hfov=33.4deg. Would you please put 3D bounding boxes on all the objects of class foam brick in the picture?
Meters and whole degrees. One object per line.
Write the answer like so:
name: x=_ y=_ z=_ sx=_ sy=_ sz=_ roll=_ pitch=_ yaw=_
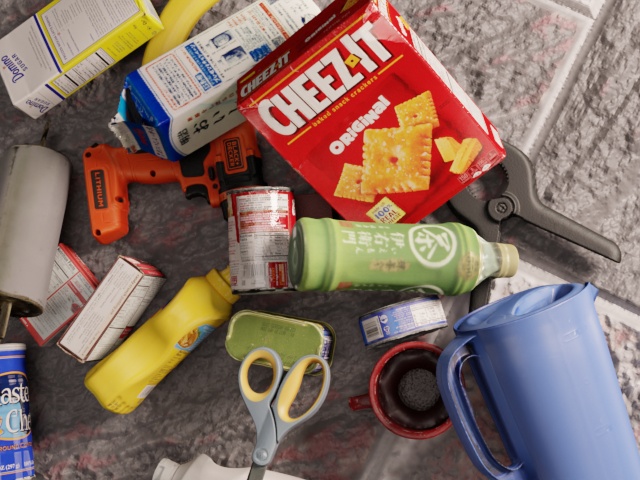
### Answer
foam brick: x=-0.008 y=-0.007 z=1.101 sx=0.053 sy=0.051 sz=0.078 roll=-5 pitch=83 yaw=8

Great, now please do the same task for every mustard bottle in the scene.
mustard bottle: x=-0.149 y=0.093 z=1.087 sx=0.191 sy=0.096 sz=0.058 roll=-43 pitch=79 yaw=2

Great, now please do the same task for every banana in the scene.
banana: x=-0.148 y=-0.220 z=1.149 sx=0.070 sy=0.037 sz=0.198 roll=34 pitch=90 yaw=12

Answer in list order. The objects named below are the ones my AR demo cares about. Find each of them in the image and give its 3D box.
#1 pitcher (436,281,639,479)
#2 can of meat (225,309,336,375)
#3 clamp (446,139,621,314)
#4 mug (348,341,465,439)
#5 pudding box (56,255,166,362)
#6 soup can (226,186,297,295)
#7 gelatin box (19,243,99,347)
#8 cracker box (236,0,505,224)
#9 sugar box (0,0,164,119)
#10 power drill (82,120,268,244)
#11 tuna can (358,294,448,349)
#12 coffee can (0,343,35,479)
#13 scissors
pitcher: x=0.216 y=0.170 z=0.998 sx=0.149 sy=0.144 sz=0.243 roll=-19 pitch=93 yaw=21
can of meat: x=-0.040 y=0.103 z=1.078 sx=0.102 sy=0.084 sz=0.057 roll=10 pitch=86 yaw=9
clamp: x=0.179 y=-0.022 z=1.085 sx=0.164 sy=0.036 sz=0.210 roll=-35 pitch=80 yaw=7
mug: x=0.085 y=0.150 z=1.057 sx=0.117 sy=0.081 sz=0.093 roll=-16 pitch=82 yaw=6
pudding box: x=-0.213 y=0.071 z=1.101 sx=0.039 sy=0.090 sz=0.113 roll=33 pitch=90 yaw=9
soup can: x=-0.057 y=0.001 z=1.050 sx=0.068 sy=0.068 sz=0.102 roll=-3 pitch=86 yaw=7
gelatin box: x=-0.283 y=0.059 z=1.143 sx=0.089 sy=0.030 sz=0.073 roll=-41 pitch=79 yaw=2
cracker box: x=0.049 y=-0.114 z=1.019 sx=0.164 sy=0.072 sz=0.213 roll=-36 pitch=118 yaw=18
sugar box: x=-0.263 y=-0.217 z=1.145 sx=0.176 sy=0.048 sz=0.093 roll=-34 pitch=62 yaw=10
power drill: x=-0.148 y=-0.048 z=1.123 sx=0.187 sy=0.057 sz=0.184 roll=-10 pitch=79 yaw=4
tuna can: x=0.082 y=0.081 z=1.063 sx=0.086 sy=0.086 sz=0.034 roll=-17 pitch=81 yaw=6
coffee can: x=-0.352 y=0.181 z=1.103 sx=0.103 sy=0.102 sz=0.140 roll=-7 pitch=83 yaw=7
scissors: x=-0.066 y=0.186 z=1.005 sx=0.096 sy=0.016 sz=0.201 roll=31 pitch=79 yaw=16
